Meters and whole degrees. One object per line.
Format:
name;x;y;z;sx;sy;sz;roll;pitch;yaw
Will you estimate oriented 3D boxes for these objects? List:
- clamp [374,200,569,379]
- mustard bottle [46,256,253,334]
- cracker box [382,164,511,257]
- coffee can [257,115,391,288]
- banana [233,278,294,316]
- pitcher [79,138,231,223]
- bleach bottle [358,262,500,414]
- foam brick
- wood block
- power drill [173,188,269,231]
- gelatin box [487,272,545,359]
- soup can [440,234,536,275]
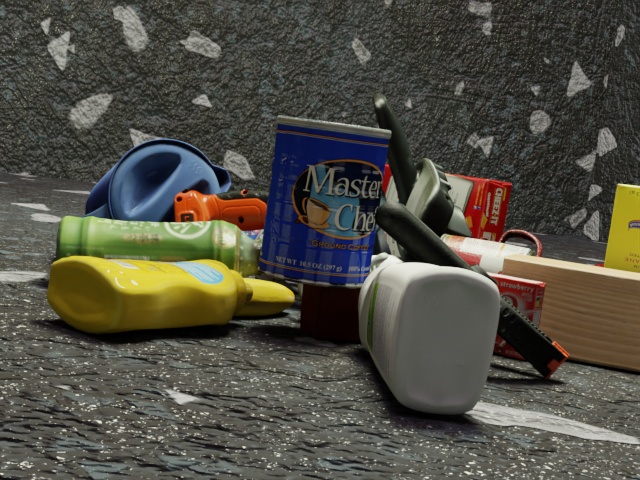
clamp;0.126;0.036;0.927;0.210;0.036;0.164;42;6;-3
mustard bottle;-0.128;0.045;0.905;0.096;0.058;0.191;13;7;39
cracker box;0.135;-0.012;1.412;0.214;0.164;0.071;12;5;40
coffee can;0.003;-0.036;0.956;0.103;0.140;0.103;8;6;-1
banana;-0.101;0.051;1.017;0.197;0.037;0.070;5;5;-29
pitcher;-0.222;-0.038;1.288;0.149;0.145;0.243;25;-12;-19
bleach bottle;0.068;0.056;0.824;0.068;0.102;0.251;8;5;-7
foam brick;0.025;0.064;0.978;0.078;0.051;0.053;6;6;-18
wood block;0.282;0.074;1.050;0.206;0.091;0.090;9;4;17
power drill;-0.057;0.001;1.136;0.187;0.184;0.057;-9;-20;5
gelatin box;0.164;0.069;1.017;0.089;0.073;0.030;11;5;31
soup can;0.182;0.034;1.186;0.102;0.068;0.068;11;5;21
